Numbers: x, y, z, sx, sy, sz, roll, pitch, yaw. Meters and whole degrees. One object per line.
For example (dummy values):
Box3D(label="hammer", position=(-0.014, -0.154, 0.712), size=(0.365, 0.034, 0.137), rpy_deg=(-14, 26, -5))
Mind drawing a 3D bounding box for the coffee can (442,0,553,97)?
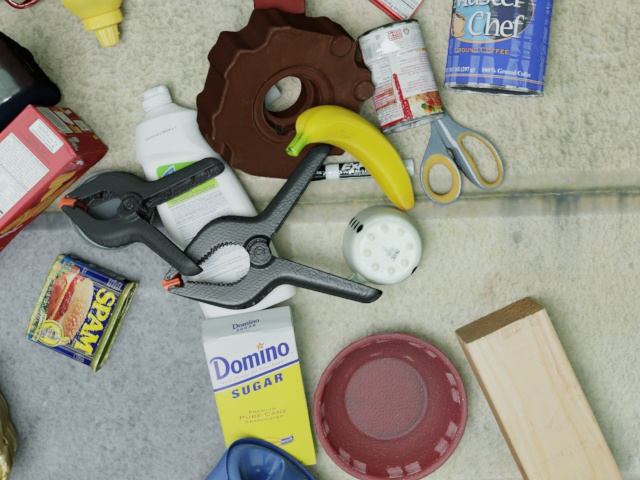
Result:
Box3D(label="coffee can", position=(0.181, -0.220, 1.077), size=(0.103, 0.103, 0.140), rpy_deg=(5, 94, -2))

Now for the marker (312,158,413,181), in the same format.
Box3D(label="marker", position=(0.037, -0.074, 1.126), size=(0.121, 0.020, 0.020), rpy_deg=(-3, 94, -1))

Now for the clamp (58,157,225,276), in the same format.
Box3D(label="clamp", position=(-0.175, -0.038, 1.058), size=(0.172, 0.039, 0.120), rpy_deg=(14, 70, 19))

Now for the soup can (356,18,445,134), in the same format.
Box3D(label="soup can", position=(0.081, -0.166, 1.087), size=(0.068, 0.068, 0.102), rpy_deg=(-16, 90, 0))

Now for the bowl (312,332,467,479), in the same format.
Box3D(label="bowl", position=(0.072, 0.173, 1.128), size=(0.162, 0.055, 0.162), rpy_deg=(0, 94, -1))

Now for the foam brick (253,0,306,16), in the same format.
Box3D(label="foam brick", position=(-0.043, -0.249, 1.082), size=(0.051, 0.078, 0.053), rpy_deg=(-6, 95, -3))

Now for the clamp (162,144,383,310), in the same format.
Box3D(label="clamp", position=(-0.057, 0.001, 1.056), size=(0.210, 0.036, 0.164), rpy_deg=(-13, 83, 0))

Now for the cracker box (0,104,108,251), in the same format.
Box3D(label="cracker box", position=(-0.316, -0.036, 1.047), size=(0.214, 0.164, 0.072), rpy_deg=(-44, 96, 3))

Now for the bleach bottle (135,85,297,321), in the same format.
Box3D(label="bleach bottle", position=(-0.117, -0.042, 1.105), size=(0.102, 0.068, 0.251), rpy_deg=(-22, 92, 0))

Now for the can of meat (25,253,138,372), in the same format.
Box3D(label="can of meat", position=(-0.250, 0.073, 1.113), size=(0.084, 0.057, 0.102), rpy_deg=(24, 93, 0))

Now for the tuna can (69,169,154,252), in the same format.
Box3D(label="tuna can", position=(-0.217, -0.031, 1.116), size=(0.086, 0.034, 0.086), rpy_deg=(0, 94, -1))

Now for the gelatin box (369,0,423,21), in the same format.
Box3D(label="gelatin box", position=(0.085, -0.279, 1.107), size=(0.073, 0.030, 0.089), rpy_deg=(37, 93, -5))

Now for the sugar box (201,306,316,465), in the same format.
Box3D(label="sugar box", position=(-0.061, 0.157, 1.097), size=(0.093, 0.048, 0.176), rpy_deg=(-10, 120, 0))

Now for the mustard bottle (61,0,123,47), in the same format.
Box3D(label="mustard bottle", position=(-0.239, -0.287, 1.062), size=(0.058, 0.096, 0.191), rpy_deg=(-10, 108, 17))

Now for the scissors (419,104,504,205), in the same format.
Box3D(label="scissors", position=(0.110, -0.122, 1.127), size=(0.096, 0.016, 0.202), rpy_deg=(-42, 88, 7))

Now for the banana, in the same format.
Box3D(label="banana", position=(0.035, -0.088, 1.058), size=(0.197, 0.037, 0.069), rpy_deg=(21, 83, -45))

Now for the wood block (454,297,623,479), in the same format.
Box3D(label="wood block", position=(0.227, 0.174, 1.114), size=(0.090, 0.091, 0.206), rpy_deg=(-25, 95, 1))

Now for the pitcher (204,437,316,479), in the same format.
Box3D(label="pitcher", position=(-0.100, 0.328, 1.088), size=(0.149, 0.145, 0.243), rpy_deg=(34, 110, -15))
